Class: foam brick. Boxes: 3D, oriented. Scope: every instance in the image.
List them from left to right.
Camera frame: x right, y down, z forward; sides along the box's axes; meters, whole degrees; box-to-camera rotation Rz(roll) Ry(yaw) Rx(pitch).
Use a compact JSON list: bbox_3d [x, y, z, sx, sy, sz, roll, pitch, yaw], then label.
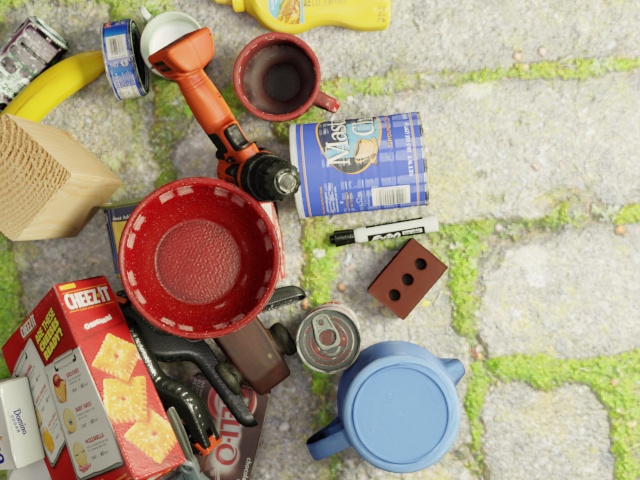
[{"bbox_3d":[0.094,0.042,1.169,0.053,0.051,0.078,39,93,1],"label":"foam brick"}]

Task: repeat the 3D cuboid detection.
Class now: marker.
[{"bbox_3d":[0.070,-0.010,1.185,0.121,0.020,0.020,-9,91,3],"label":"marker"}]

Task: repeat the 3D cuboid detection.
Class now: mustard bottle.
[{"bbox_3d":[-0.021,-0.273,1.163,0.191,0.058,0.096,-2,92,2],"label":"mustard bottle"}]

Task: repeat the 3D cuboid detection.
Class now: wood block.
[{"bbox_3d":[-0.289,-0.061,1.107,0.091,0.206,0.090,41,92,1],"label":"wood block"}]

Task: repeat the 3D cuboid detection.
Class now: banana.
[{"bbox_3d":[-0.311,-0.144,1.178,0.037,0.069,0.198,42,94,19],"label":"banana"}]

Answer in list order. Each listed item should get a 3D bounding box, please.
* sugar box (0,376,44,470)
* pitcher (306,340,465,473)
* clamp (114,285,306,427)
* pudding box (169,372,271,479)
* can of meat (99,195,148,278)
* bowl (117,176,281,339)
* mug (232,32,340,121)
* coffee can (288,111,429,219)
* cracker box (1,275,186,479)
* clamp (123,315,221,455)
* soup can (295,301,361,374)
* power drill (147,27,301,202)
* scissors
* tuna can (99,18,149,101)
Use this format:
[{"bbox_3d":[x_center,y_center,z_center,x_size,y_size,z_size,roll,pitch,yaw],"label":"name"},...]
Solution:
[{"bbox_3d":[-0.382,0.204,1.159,0.177,0.048,0.093,-12,91,35],"label":"sugar box"},{"bbox_3d":[0.070,0.173,1.077,0.145,0.243,0.149,18,86,5],"label":"pitcher"},{"bbox_3d":[-0.134,0.108,1.173,0.210,0.036,0.164,12,70,5],"label":"clamp"},{"bbox_3d":[-0.110,0.212,1.188,0.090,0.039,0.113,12,91,4],"label":"pudding box"},{"bbox_3d":[-0.185,-0.008,1.178,0.102,0.057,0.084,-10,92,2],"label":"can of meat"},{"bbox_3d":[-0.123,0.019,1.081,0.162,0.055,0.162,1,84,-8],"label":"bowl"},{"bbox_3d":[-0.033,-0.168,1.155,0.117,0.081,0.093,23,92,2],"label":"mug"},{"bbox_3d":[0.041,-0.080,1.143,0.140,0.103,0.103,-6,91,2],"label":"coffee can"},{"bbox_3d":[-0.241,0.168,1.114,0.164,0.071,0.214,-41,69,44],"label":"cracker box"},{"bbox_3d":[-0.183,0.174,1.157,0.171,0.039,0.120,48,133,9],"label":"clamp"},{"bbox_3d":[0.010,0.103,1.149,0.068,0.102,0.068,0,91,2],"label":"soup can"},{"bbox_3d":[-0.097,-0.122,1.092,0.057,0.185,0.187,-33,107,-16],"label":"power drill"},{"bbox_3d":[-0.155,0.244,1.144,0.096,0.016,0.201,-7,130,25],"label":"scissors"},{"bbox_3d":[-0.212,-0.197,1.161,0.034,0.086,0.086,-10,91,1],"label":"tuna can"}]
